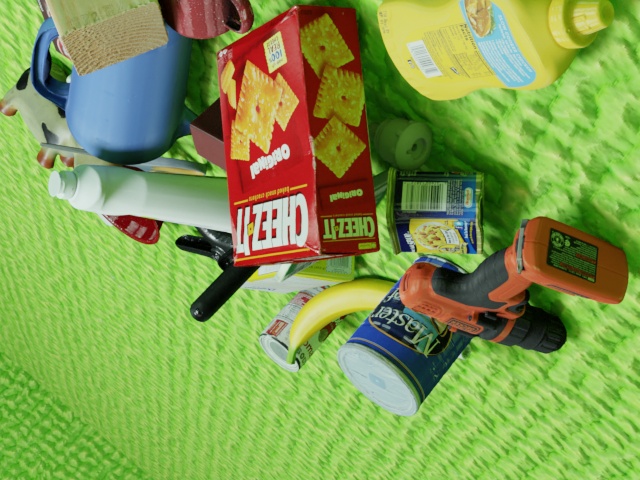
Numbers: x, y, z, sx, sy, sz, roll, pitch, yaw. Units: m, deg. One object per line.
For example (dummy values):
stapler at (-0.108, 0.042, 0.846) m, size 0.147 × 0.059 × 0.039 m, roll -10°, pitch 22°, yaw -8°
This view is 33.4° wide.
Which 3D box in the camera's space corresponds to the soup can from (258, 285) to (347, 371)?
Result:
soup can at (-0.022, 0.109, 1.360) m, size 0.068 × 0.102 × 0.068 m, roll 33°, pitch 153°, yaw 19°

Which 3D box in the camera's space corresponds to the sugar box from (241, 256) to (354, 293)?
sugar box at (-0.041, 0.032, 1.287) m, size 0.093 × 0.048 × 0.177 m, roll 9°, pitch 171°, yaw -28°

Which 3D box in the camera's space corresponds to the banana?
banana at (0.030, 0.083, 1.265) m, size 0.198 × 0.037 × 0.069 m, roll -29°, pitch 72°, yaw 34°

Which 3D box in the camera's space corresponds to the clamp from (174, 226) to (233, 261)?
clamp at (-0.135, 0.012, 1.445) m, size 0.171 × 0.039 × 0.120 m, roll 38°, pitch 156°, yaw 9°

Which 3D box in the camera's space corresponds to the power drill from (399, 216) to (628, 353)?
power drill at (0.190, 0.049, 0.973) m, size 0.184 × 0.057 × 0.188 m, roll 19°, pitch 153°, yaw -21°

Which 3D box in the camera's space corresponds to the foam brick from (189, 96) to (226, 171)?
foam brick at (-0.092, -0.119, 1.132) m, size 0.053 × 0.078 × 0.051 m, roll 31°, pitch 151°, yaw 22°

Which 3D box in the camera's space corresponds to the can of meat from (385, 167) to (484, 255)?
can of meat at (0.106, -0.025, 0.973) m, size 0.084 × 0.057 × 0.102 m, roll 2°, pitch 158°, yaw 10°

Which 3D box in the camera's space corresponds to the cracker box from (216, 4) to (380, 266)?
cracker box at (-0.027, -0.087, 0.968) m, size 0.164 × 0.072 × 0.214 m, roll -10°, pitch 84°, yaw 59°

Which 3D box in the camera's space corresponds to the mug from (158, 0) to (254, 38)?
mug at (-0.100, -0.229, 0.958) m, size 0.117 × 0.093 × 0.081 m, roll 42°, pitch 161°, yaw 19°

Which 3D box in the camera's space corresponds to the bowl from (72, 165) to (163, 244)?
bowl at (-0.268, -0.071, 1.487) m, size 0.162 × 0.055 × 0.162 m, roll 33°, pitch 153°, yaw 19°

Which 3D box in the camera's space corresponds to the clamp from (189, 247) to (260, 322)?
clamp at (-0.058, 0.001, 1.157) m, size 0.210 × 0.164 × 0.036 m, roll -40°, pitch 101°, yaw 24°

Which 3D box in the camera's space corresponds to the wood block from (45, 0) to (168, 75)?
wood block at (-0.218, -0.267, 0.955) m, size 0.091 × 0.090 × 0.206 m, roll 93°, pitch 154°, yaw -76°

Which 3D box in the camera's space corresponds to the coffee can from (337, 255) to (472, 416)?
coffee can at (0.100, 0.099, 1.125) m, size 0.103 × 0.140 × 0.103 m, roll 33°, pitch 153°, yaw 19°

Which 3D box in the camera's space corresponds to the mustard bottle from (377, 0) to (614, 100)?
mustard bottle at (0.131, -0.153, 0.780) m, size 0.192 × 0.058 × 0.096 m, roll 4°, pitch 134°, yaw 53°

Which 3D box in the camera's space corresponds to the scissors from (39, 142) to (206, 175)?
scissors at (-0.243, -0.099, 1.334) m, size 0.201 × 0.016 × 0.096 m, roll 7°, pitch 173°, yaw -6°

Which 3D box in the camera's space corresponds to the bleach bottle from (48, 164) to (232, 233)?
bleach bottle at (-0.181, -0.050, 1.206) m, size 0.250 × 0.068 × 0.103 m, roll 6°, pitch 180°, yaw -38°

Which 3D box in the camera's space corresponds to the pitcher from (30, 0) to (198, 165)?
pitcher at (-0.207, -0.194, 1.116) m, size 0.145 × 0.149 × 0.243 m, roll 54°, pitch 154°, yaw 14°
